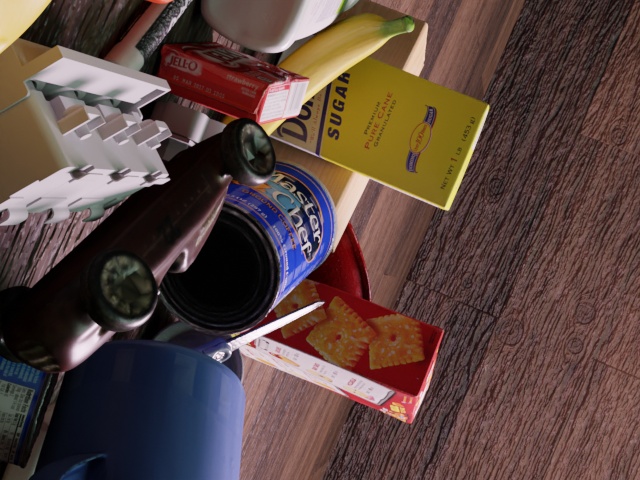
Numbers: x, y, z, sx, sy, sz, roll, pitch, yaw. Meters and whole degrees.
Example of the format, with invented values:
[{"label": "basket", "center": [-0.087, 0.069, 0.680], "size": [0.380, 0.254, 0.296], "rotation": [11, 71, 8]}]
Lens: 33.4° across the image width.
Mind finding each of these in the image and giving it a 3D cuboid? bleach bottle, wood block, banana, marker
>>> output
[{"label": "bleach bottle", "center": [-0.007, -0.191, 0.770], "size": [0.103, 0.068, 0.250], "rotation": [-66, 173, 15]}, {"label": "wood block", "center": [0.013, -0.107, 0.967], "size": [0.090, 0.091, 0.206], "rotation": [80, 34, -72]}, {"label": "banana", "center": [-0.022, -0.114, 0.800], "size": [0.198, 0.037, 0.070], "rotation": [-40, -163, -2]}, {"label": "marker", "center": [-0.085, -0.135, 0.605], "size": [0.020, 0.020, 0.121], "rotation": [97, 19, -57]}]

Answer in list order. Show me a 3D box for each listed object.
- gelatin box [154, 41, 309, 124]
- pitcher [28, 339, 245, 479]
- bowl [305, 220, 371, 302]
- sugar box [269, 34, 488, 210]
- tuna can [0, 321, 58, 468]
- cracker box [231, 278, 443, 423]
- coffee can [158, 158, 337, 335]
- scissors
[{"label": "gelatin box", "center": [-0.055, -0.102, 0.679], "size": [0.089, 0.073, 0.030], "rotation": [-33, 143, -71]}, {"label": "pitcher", "center": [-0.111, 0.175, 0.564], "size": [0.149, 0.144, 0.242], "rotation": [-46, -149, 51]}, {"label": "bowl", "center": [-0.009, 0.011, 1.058], "size": [0.055, 0.162, 0.162], "rotation": [-22, 154, -14]}, {"label": "sugar box", "center": [0.041, -0.100, 0.879], "size": [0.048, 0.176, 0.093], "rotation": [1, 111, -81]}, {"label": "tuna can", "center": [-0.160, 0.076, 0.572], "size": [0.086, 0.033, 0.086], "rotation": [-162, -89, -81]}, {"label": "cracker box", "center": [-0.001, 0.086, 0.968], "size": [0.164, 0.214, 0.072], "rotation": [79, 34, -73]}, {"label": "coffee can", "center": [-0.055, 0.001, 0.818], "size": [0.140, 0.103, 0.103], "rotation": [-42, 153, -66]}, {"label": "scissors", "center": [-0.089, 0.078, 0.799], "size": [0.201, 0.016, 0.096], "rotation": [-33, 145, -9]}]
